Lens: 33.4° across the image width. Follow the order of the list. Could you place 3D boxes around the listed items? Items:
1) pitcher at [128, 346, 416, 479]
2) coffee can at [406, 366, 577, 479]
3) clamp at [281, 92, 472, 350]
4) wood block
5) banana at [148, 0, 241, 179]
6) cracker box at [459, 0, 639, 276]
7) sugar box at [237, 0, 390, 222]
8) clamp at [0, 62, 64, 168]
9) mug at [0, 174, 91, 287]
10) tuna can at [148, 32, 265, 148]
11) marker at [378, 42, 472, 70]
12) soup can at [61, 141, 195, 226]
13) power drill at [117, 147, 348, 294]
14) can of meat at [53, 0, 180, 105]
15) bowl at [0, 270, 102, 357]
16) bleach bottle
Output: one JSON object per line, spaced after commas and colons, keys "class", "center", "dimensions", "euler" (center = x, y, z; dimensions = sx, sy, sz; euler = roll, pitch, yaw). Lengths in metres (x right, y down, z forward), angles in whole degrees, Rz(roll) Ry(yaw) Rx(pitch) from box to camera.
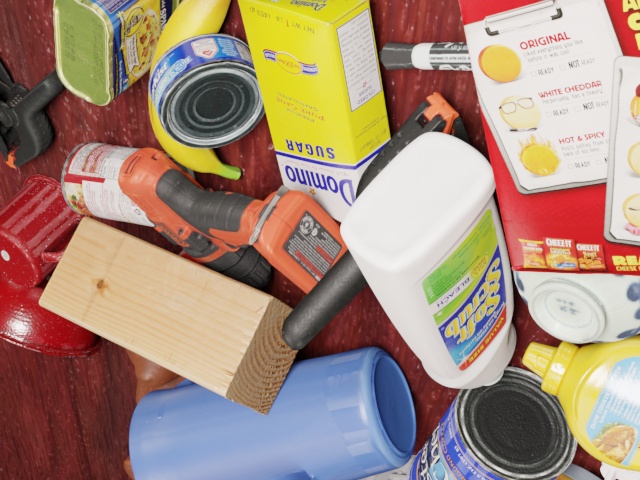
{"class": "pitcher", "center": [-0.042, 0.184, 0.963], "dimensions": [0.243, 0.144, 0.149], "euler": [-18, 91, 23]}
{"class": "coffee can", "center": [0.140, 0.184, 0.893], "dimensions": [0.103, 0.102, 0.140], "euler": [32, 143, 10]}
{"class": "clamp", "center": [0.070, -0.008, 0.767], "dimensions": [0.036, 0.164, 0.210], "euler": [55, 137, 42]}
{"class": "wood block", "center": [-0.127, 0.063, 0.924], "dimensions": [0.206, 0.091, 0.090], "euler": [22, 171, 27]}
{"class": "banana", "center": [-0.101, -0.120, 0.831], "dimensions": [0.198, 0.069, 0.037], "euler": [93, 159, -49]}
{"class": "cracker box", "center": [0.178, -0.079, 0.600], "dimensions": [0.164, 0.072, 0.213], "euler": [2, 130, 27]}
{"class": "sugar box", "center": [0.001, -0.095, 0.758], "dimensions": [0.093, 0.048, 0.176], "euler": [27, 141, 39]}
{"class": "clamp", "center": [-0.276, -0.125, 0.986], "dimensions": [0.120, 0.039, 0.171], "euler": [30, 149, 20]}
{"class": "mug", "center": [-0.281, -0.004, 1.079], "dimensions": [0.117, 0.081, 0.093], "euler": [15, 137, 30]}
{"class": "tuna can", "center": [-0.082, -0.109, 0.792], "dimensions": [0.086, 0.086, 0.034], "euler": [96, 157, -48]}
{"class": "marker", "center": [0.090, -0.119, 0.690], "dimensions": [0.121, 0.020, 0.020], "euler": [7, 133, 36]}
{"class": "soup can", "center": [-0.170, -0.050, 0.947], "dimensions": [0.102, 0.068, 0.068], "euler": [10, 134, 34]}
{"class": "power drill", "center": [-0.056, 0.001, 0.860], "dimensions": [0.188, 0.057, 0.184], "euler": [14, 159, 45]}
{"class": "can of meat", "center": [-0.153, -0.162, 0.801], "dimensions": [0.057, 0.083, 0.102], "euler": [29, 143, 14]}
{"class": "bowl", "center": [-0.302, 0.063, 1.146], "dimensions": [0.162, 0.162, 0.055], "euler": [28, 102, 15]}
{"class": "bleach bottle", "center": [0.097, 0.035, 0.751], "dimensions": [0.068, 0.102, 0.250], "euler": [39, 170, 35]}
